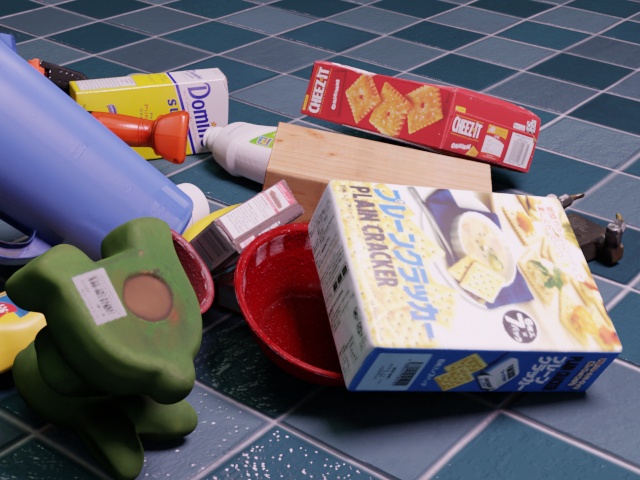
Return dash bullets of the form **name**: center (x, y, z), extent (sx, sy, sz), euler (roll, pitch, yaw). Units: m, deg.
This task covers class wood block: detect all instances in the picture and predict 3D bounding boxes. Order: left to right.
- **wood block**: center (0.049, -0.034, 1.002), extent (0.206, 0.091, 0.090), euler (12, 35, -1)

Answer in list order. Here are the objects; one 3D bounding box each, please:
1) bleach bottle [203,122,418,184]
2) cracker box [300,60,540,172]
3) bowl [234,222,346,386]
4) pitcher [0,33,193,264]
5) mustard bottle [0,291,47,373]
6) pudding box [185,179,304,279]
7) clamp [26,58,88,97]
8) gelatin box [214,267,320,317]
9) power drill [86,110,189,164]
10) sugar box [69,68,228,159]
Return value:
- **bleach bottle**: center (-0.020, -0.088, 1.172), extent (0.251, 0.068, 0.102), euler (18, 30, 32)
- **cracker box**: center (0.111, -0.140, 1.189), extent (0.163, 0.072, 0.214), euler (8, 10, -45)
- **bowl**: center (0.002, 0.062, 0.863), extent (0.162, 0.055, 0.162), euler (13, 44, -13)
- **pitcher**: center (-0.240, -0.053, 0.926), extent (0.242, 0.149, 0.145), euler (37, 11, -13)
- **mustard bottle**: center (-0.263, 0.076, 0.842), extent (0.191, 0.058, 0.096), euler (-23, 18, -40)
- **pudding box**: center (-0.079, 0.001, 0.925), extent (0.089, 0.039, 0.114), euler (-35, 1, -42)
- **clamp**: center (-0.324, -0.178, 1.262), extent (0.164, 0.036, 0.210), euler (1, -3, 6)
- **gelatin box**: center (-0.038, 0.044, 0.952), extent (0.089, 0.030, 0.073), euler (19, 32, 28)
- **power drill**: center (-0.229, -0.116, 1.084), extent (0.187, 0.057, 0.184), euler (8, 7, -5)
- **sugar box**: center (-0.194, -0.142, 1.225), extent (0.176, 0.093, 0.048), euler (-8, 31, -19)
